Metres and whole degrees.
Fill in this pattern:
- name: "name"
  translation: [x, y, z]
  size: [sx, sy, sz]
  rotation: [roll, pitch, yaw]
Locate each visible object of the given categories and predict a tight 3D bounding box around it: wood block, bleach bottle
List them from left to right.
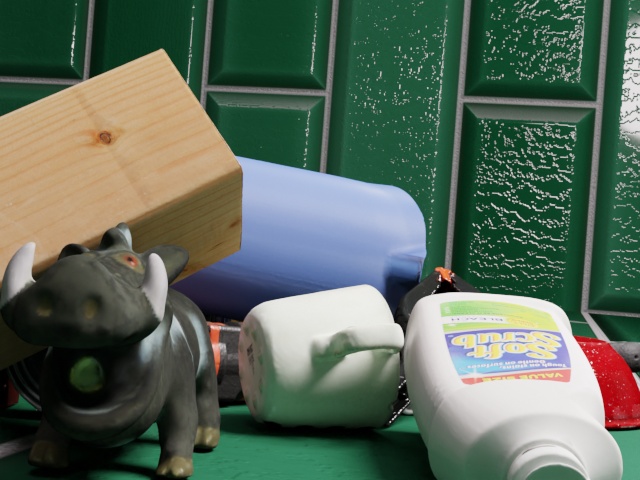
- name: "wood block"
  translation: [-0.151, -0.003, 0.548]
  size: [0.205, 0.091, 0.090]
  rotation: [-27, -23, -18]
- name: "bleach bottle"
  translation: [0.096, 0.080, 0.517]
  size: [0.102, 0.068, 0.251]
  rotation: [5, 7, 0]

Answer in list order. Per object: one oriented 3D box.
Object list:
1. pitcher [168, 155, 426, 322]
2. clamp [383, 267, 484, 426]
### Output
- name: "pitcher"
  translation: [-0.055, 0.001, 0.801]
  size: [0.242, 0.145, 0.149]
  rotation: [13, -47, -34]
- name: "clamp"
  translation: [0.100, 0.074, 0.711]
  size: [0.120, 0.039, 0.171]
  rotation: [14, 31, 2]
